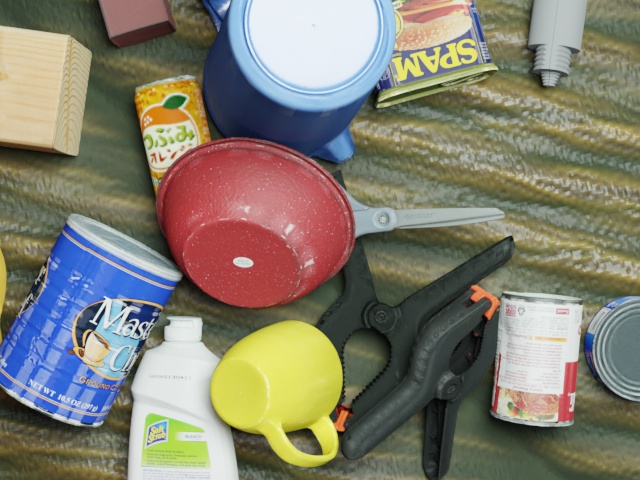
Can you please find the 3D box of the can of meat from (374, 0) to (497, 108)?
[{"bbox_3d":[0.084,-0.164,0.873,0.102,0.057,0.084,-15,89,-3],"label":"can of meat"}]

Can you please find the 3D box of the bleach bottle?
[{"bbox_3d":[-0.108,0.189,0.882,0.102,0.068,0.251,1,89,-1],"label":"bleach bottle"}]

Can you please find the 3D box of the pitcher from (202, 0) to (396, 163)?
[{"bbox_3d":[-0.025,-0.141,0.781,0.149,0.243,0.145,7,88,-7],"label":"pitcher"}]

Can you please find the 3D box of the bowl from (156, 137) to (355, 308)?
[{"bbox_3d":[-0.055,0.001,0.825,0.162,0.055,0.162,6,132,6],"label":"bowl"}]

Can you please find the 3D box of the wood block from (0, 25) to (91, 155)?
[{"bbox_3d":[-0.301,-0.128,0.858,0.206,0.090,0.091,8,91,0],"label":"wood block"}]

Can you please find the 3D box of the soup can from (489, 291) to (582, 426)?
[{"bbox_3d":[0.177,0.096,0.876,0.068,0.068,0.102,5,91,0],"label":"soup can"}]

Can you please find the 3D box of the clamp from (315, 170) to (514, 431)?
[{"bbox_3d":[0.044,0.054,0.890,0.164,0.036,0.210,28,92,5],"label":"clamp"}]

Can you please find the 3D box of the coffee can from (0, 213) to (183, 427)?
[{"bbox_3d":[-0.188,0.063,0.857,0.103,0.103,0.140,29,92,-1],"label":"coffee can"}]

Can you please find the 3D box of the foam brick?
[{"bbox_3d":[-0.156,-0.205,0.874,0.051,0.053,0.078,-16,91,0],"label":"foam brick"}]

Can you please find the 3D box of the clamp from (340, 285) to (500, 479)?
[{"bbox_3d":[0.099,0.121,0.868,0.171,0.120,0.039,-53,47,2],"label":"clamp"}]

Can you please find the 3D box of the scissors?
[{"bbox_3d":[0.039,-0.033,0.857,0.202,0.016,0.096,-19,85,22],"label":"scissors"}]
